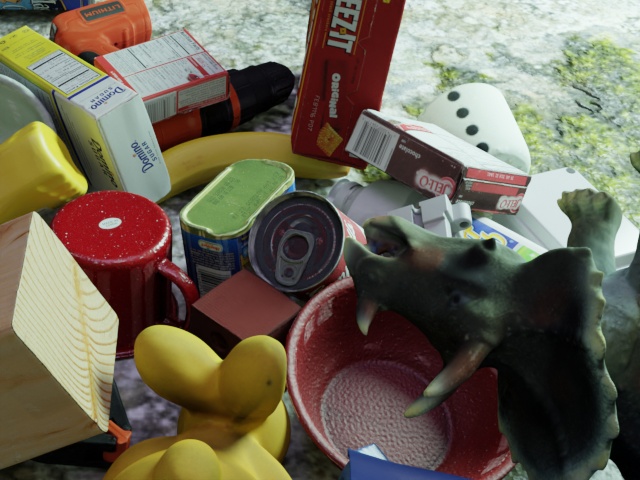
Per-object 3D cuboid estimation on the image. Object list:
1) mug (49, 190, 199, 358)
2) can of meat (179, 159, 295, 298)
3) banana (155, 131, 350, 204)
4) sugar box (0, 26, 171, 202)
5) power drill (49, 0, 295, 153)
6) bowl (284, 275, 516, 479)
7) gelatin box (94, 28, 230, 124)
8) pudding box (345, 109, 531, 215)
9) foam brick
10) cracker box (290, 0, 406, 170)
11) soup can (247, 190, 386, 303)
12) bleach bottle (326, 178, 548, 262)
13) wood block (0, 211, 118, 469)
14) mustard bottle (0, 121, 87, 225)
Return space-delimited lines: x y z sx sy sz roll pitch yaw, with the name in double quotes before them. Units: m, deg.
"mug" -0.132 0.025 0.726 0.117 0.081 0.093 25 43 20
"can of meat" -0.055 0.001 0.759 0.057 0.084 0.102 14 39 23
"banana" -0.073 -0.058 0.875 0.197 0.037 0.070 -17 67 -24
"sugar box" -0.188 -0.096 0.828 0.048 0.093 0.176 -38 47 -25
"power drill" -0.141 -0.153 0.956 0.184 0.057 0.188 -24 49 -33
"bowl" 0.050 0.099 0.672 0.162 0.055 0.162 9 50 -11
"gelatin box" -0.130 -0.133 0.876 0.089 0.030 0.073 -23 50 -27
"pudding box" 0.089 -0.059 0.808 0.089 0.039 0.114 5 24 -47
"foam brick" -0.050 0.069 0.690 0.053 0.078 0.051 33 44 27
"cracker box" 0.025 -0.182 0.904 0.072 0.164 0.213 11 29 -3
"soup can" 0.002 0.012 0.735 0.069 0.102 0.068 -6 74 21
"bleach bottle" 0.097 0.025 0.779 0.251 0.068 0.102 33 60 33
"wood block" -0.223 0.077 0.573 0.206 0.090 0.091 -21 38 12
"mustard bottle" -0.257 -0.009 0.729 0.191 0.096 0.058 -31 91 -3
